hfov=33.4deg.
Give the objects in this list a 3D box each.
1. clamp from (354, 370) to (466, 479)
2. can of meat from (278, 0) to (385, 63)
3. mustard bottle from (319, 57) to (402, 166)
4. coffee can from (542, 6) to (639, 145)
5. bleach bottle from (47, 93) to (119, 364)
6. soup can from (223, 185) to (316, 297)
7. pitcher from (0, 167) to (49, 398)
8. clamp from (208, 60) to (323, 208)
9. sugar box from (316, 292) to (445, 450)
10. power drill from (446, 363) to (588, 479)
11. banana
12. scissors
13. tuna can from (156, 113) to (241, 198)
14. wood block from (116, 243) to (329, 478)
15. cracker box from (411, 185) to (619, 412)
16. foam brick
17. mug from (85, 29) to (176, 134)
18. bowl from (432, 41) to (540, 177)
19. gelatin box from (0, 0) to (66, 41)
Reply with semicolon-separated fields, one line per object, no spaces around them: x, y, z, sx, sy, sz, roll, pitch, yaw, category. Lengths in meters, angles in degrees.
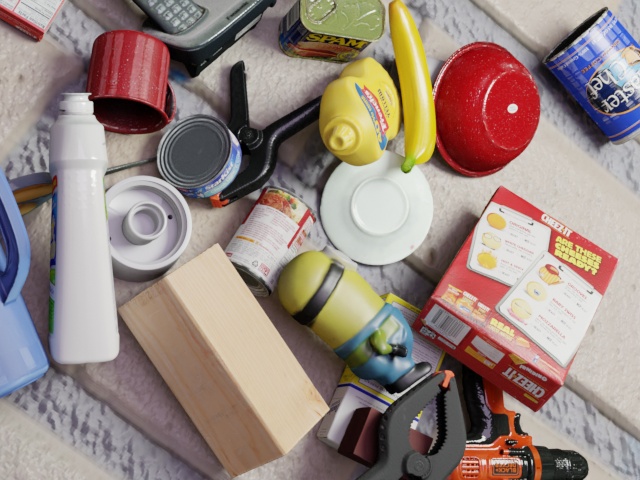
0.099;0.234;1.067;0.164;0.036;0.210;32;73;-11;clamp
0.011;-0.243;1.211;0.102;0.084;0.057;5;77;-20;can of meat
0.040;-0.132;1.152;0.096;0.058;0.191;68;22;-15;mustard bottle
0.361;-0.204;1.328;0.140;0.103;0.102;48;67;-6;coffee can
-0.230;-0.014;1.021;0.068;0.103;0.251;-2;98;-16;bleach bottle
-0.057;0.001;1.142;0.068;0.069;0.102;35;69;-11;soup can
-0.341;0.032;0.988;0.144;0.149;0.243;-26;92;-24;pitcher
-0.065;-0.110;1.163;0.120;0.039;0.171;14;75;17;clamp
0.072;0.157;1.173;0.093;0.048;0.176;30;74;-13;sugar box
0.221;0.190;1.216;0.184;0.057;0.187;4;77;-20;power drill
0.105;-0.170;1.204;0.037;0.069;0.198;-7;83;16;banana
-0.262;-0.053;1.094;0.201;0.096;0.016;-16;77;-54;scissors
-0.127;-0.088;1.129;0.086;0.033;0.086;-7;68;17;tuna can
-0.097;0.121;1.075;0.206;0.090;0.090;56;38;-3;wood block
0.218;0.060;1.184;0.164;0.072;0.213;33;48;5;cracker box
0.067;0.213;1.108;0.078;0.051;0.053;29;74;-13;foam brick
-0.194;-0.162;1.120;0.117;0.093;0.081;25;62;-48;mug
0.207;-0.153;1.255;0.161;0.055;0.162;-5;100;-33;bowl
-0.305;-0.266;1.124;0.073;0.030;0.089;30;70;-14;gelatin box
